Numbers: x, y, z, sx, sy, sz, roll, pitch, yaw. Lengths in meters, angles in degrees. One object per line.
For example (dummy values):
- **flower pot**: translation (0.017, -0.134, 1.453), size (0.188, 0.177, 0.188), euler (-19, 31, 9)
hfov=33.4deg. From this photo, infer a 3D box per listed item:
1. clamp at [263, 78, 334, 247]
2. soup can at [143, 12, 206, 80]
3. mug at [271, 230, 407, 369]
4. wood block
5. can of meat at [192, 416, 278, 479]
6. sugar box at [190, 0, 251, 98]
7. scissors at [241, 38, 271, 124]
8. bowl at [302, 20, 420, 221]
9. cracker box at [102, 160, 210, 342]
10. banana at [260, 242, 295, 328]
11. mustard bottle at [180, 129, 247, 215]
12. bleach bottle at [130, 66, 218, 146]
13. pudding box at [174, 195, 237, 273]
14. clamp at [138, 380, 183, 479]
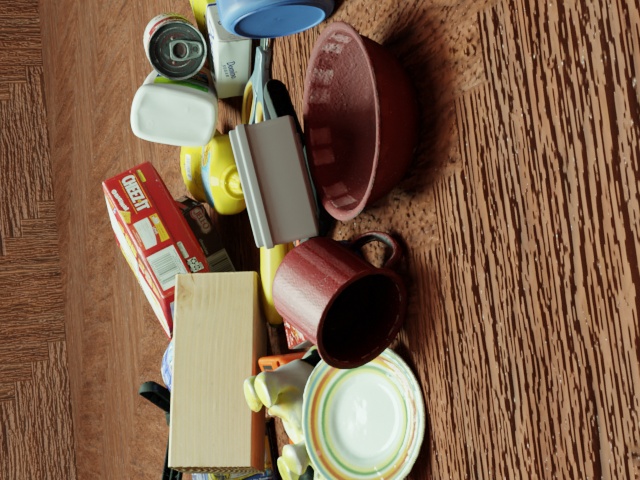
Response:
- **clamp**: translation (-0.020, -0.078, 1.040), size (0.120, 0.039, 0.171), euler (34, 124, 54)
- **soup can**: translation (-0.174, -0.232, 1.268), size (0.102, 0.068, 0.068), euler (-124, 35, -68)
- **mug**: translation (0.020, 0.039, 0.894), size (0.117, 0.093, 0.082), euler (-50, 44, -4)
- **wood block**: translation (-0.109, 0.145, 1.158), size (0.090, 0.091, 0.206), euler (69, -160, -72)
- **can of meat**: translation (-0.103, 0.256, 1.250), size (0.058, 0.102, 0.084), euler (146, 116, -66)
- **sugar box**: translation (-0.121, -0.264, 1.266), size (0.093, 0.048, 0.176), euler (97, 161, -54)
- **scissors**: translation (-0.059, -0.185, 1.171), size (0.202, 0.016, 0.096), euler (108, 149, -44)
- **bowl**: translation (0.038, -0.098, 0.876), size (0.162, 0.055, 0.162), euler (176, 90, -69)
- **cracker box**: translation (-0.198, 0.020, 1.329), size (0.164, 0.072, 0.214), euler (59, 166, 15)
- **banana**: translation (-0.050, 0.009, 1.154), size (0.070, 0.037, 0.198), euler (-153, 62, -64)
- **mustard bottle**: translation (-0.119, -0.082, 1.288), size (0.192, 0.058, 0.096), euler (-150, 56, -66)
- **bleach bottle**: translation (-0.180, -0.185, 1.331), size (0.251, 0.102, 0.068), euler (-109, 31, -67)
- **pudding box**: translation (-0.153, 0.002, 1.365), size (0.113, 0.039, 0.090), euler (67, 165, -18)
- **clamp**: translation (-0.190, 0.226, 1.422), size (0.210, 0.036, 0.164), euler (-66, -30, -67)
